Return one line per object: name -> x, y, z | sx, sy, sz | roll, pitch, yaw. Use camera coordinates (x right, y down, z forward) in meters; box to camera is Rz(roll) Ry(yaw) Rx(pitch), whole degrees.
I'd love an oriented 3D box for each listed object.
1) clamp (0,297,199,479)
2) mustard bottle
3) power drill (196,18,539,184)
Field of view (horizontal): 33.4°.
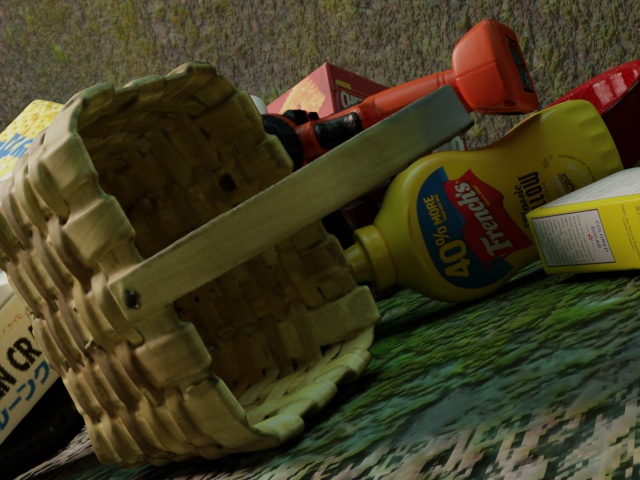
clamp -> -0.159, 0.066, 0.671 | 0.210, 0.036, 0.165 | -48, 39, -10
mustard bottle -> 0.097, -0.014, 0.676 | 0.191, 0.096, 0.058 | -21, 6, -8
power drill -> 0.031, -0.076, 0.652 | 0.188, 0.057, 0.184 | -18, 2, 21
